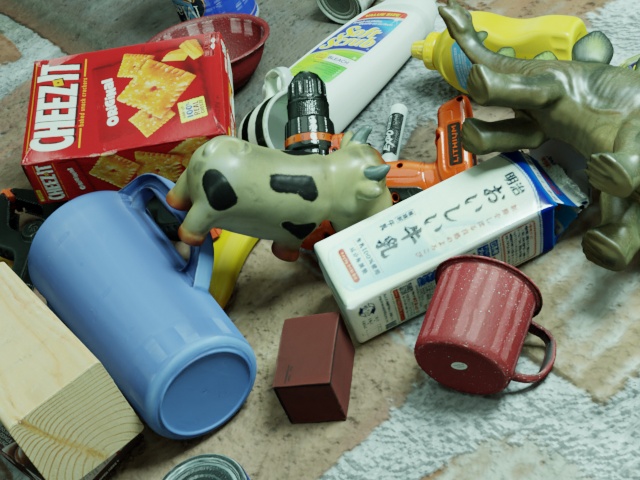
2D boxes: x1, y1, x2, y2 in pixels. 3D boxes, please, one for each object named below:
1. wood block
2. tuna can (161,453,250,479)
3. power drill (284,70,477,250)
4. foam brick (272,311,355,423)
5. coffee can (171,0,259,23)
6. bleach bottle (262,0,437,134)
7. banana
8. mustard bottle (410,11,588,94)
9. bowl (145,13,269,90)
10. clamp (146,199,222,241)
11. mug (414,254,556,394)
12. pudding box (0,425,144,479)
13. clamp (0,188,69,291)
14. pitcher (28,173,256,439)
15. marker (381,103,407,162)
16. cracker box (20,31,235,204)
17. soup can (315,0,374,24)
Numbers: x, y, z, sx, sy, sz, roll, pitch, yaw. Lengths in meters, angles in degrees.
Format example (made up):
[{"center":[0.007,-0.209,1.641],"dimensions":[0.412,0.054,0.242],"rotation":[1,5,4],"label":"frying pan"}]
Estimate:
[{"center":[-0.253,0.113,0.927],"dimensions":[0.090,0.091,0.206],"rotation":[-37,41,-18],"label":"wood block"},{"center":[-0.092,0.214,0.853],"dimensions":[0.086,0.033,0.086],"rotation":[-12,43,11],"label":"tuna can"},{"center":[0.056,-0.089,1.040],"dimensions":[0.188,0.057,0.184],"rotation":[-8,77,15],"label":"power drill"},{"center":[-0.005,0.108,0.912],"dimensions":[0.053,0.051,0.078],"rotation":[-7,44,18],"label":"foam brick"},{"center":[-0.149,-0.336,1.364],"dimensions":[0.103,0.140,0.103],"rotation":[-12,43,11],"label":"coffee can"},{"center":[0.049,-0.217,1.218],"dimensions":[0.103,0.068,0.250],"rotation":[18,53,36],"label":"bleach bottle"},{"center":[-0.068,-0.006,1.067],"dimensions":[0.070,0.037,0.197],"rotation":[20,57,40],"label":"banana"},{"center":[0.181,-0.190,1.106],"dimensions":[0.192,0.096,0.058],"rotation":[12,52,32],"label":"mustard bottle"},{"center":[-0.135,-0.216,1.287],"dimensions":[0.162,0.055,0.162],"rotation":[-9,34,6],"label":"bowl"},{"center":[-0.151,-0.033,1.113],"dimensions":[0.120,0.039,0.172],"rotation":[-36,25,-3],"label":"clamp"},{"center":[0.136,0.077,0.868],"dimensions":[0.117,0.093,0.081],"rotation":[27,59,-2],"label":"mug"},{"center":[-0.226,0.175,0.947],"dimensions":[0.114,0.039,0.090],"rotation":[22,58,38],"label":"pudding box"},{"center":[-0.302,0.006,1.132],"dimensions":[0.164,0.036,0.210],"rotation":[-40,45,-19],"label":"clamp"},{"center":[-0.155,0.058,0.968],"dimensions":[0.144,0.149,0.243],"rotation":[-24,43,-24],"label":"pitcher"},{"center":[0.075,-0.098,1.114],"dimensions":[0.020,0.020,0.121],"rotation":[-4,45,19],"label":"marker"},{"center":[-0.200,-0.135,1.136],"dimensions":[0.213,0.072,0.164],"rotation":[-8,50,3],"label":"cracker box"},{"center":[0.046,-0.325,1.324],"dimensions":[0.069,0.068,0.102],"rotation":[15,54,34],"label":"soup can"}]
